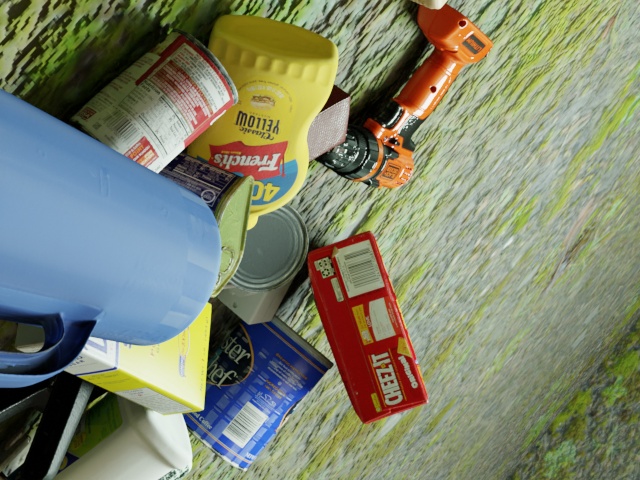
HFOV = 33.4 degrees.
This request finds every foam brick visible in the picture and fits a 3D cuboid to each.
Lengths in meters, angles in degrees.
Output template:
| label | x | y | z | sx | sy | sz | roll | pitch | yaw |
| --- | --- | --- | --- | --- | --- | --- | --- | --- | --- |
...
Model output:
| label | x | y | z | sx | sy | sz | roll | pitch | yaw |
| --- | --- | --- | --- | --- | --- | --- | --- | --- | --- |
| foam brick | -0.020 | -0.101 | 0.904 | 0.078 | 0.051 | 0.053 | -33 | 148 | -35 |

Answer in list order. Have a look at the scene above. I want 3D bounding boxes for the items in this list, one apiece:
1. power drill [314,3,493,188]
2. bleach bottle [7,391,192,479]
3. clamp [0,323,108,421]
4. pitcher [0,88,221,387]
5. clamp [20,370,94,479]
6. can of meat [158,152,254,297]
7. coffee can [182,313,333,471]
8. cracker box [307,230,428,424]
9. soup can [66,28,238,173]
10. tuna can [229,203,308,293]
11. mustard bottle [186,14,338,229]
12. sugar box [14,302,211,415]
| label | x | y | z | sx | sy | sz | roll | pitch | yaw |
| --- | --- | --- | --- | --- | --- | --- | --- | --- | --- |
| power drill | 0.076 | -0.137 | 1.013 | 0.188 | 0.057 | 0.184 | -55 | 158 | 12 |
| bleach bottle | -0.227 | 0.215 | 0.884 | 0.251 | 0.103 | 0.068 | -37 | 114 | 1 |
| clamp | -0.224 | 0.112 | 0.853 | 0.120 | 0.039 | 0.171 | -53 | 151 | 0 |
| pitcher | -0.170 | -0.003 | 0.608 | 0.242 | 0.145 | 0.149 | 25 | 92 | -50 |
| clamp | -0.181 | 0.061 | 0.814 | 0.209 | 0.036 | 0.164 | -50 | 135 | -56 |
| can of meat | -0.104 | -0.017 | 0.820 | 0.057 | 0.084 | 0.102 | -55 | 163 | -46 |
| coffee can | -0.069 | 0.146 | 1.080 | 0.140 | 0.103 | 0.102 | -50 | 154 | -4 |
| cracker box | 0.041 | 0.090 | 1.046 | 0.072 | 0.164 | 0.214 | -18 | 173 | -2 |
| soup can | -0.116 | -0.089 | 0.740 | 0.102 | 0.069 | 0.068 | -44 | 153 | -15 |
| tuna can | -0.056 | 0.001 | 0.947 | 0.086 | 0.034 | 0.086 | -7 | 108 | -22 |
| mustard bottle | -0.054 | -0.077 | 0.835 | 0.058 | 0.096 | 0.192 | -88 | -167 | -51 |
| sugar box | -0.145 | 0.061 | 0.786 | 0.176 | 0.048 | 0.093 | 43 | 43 | -56 |
